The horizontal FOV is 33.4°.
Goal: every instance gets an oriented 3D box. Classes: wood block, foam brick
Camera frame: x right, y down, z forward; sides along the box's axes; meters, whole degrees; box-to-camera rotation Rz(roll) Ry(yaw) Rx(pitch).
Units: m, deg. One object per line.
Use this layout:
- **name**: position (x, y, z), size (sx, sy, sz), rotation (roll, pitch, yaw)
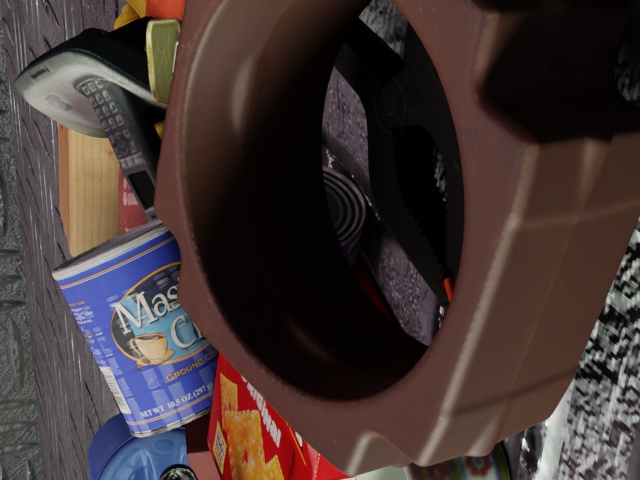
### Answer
- **wood block**: position (-0.249, -0.089, 1.217), size (0.091, 0.090, 0.206), rotation (-115, 26, -42)
- **foam brick**: position (-0.083, 0.170, 0.887), size (0.078, 0.051, 0.053), rotation (-106, 9, -61)

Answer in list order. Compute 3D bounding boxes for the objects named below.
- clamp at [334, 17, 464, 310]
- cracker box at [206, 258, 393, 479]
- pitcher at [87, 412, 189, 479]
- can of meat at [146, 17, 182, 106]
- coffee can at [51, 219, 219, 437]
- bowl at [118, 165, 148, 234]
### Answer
- **clamp**: position (0.041, -0.067, 0.505), size (0.165, 0.036, 0.210), rotation (-15, 86, 62)
- **cracker box**: position (-0.013, 0.113, 0.676), size (0.164, 0.072, 0.214), rotation (-119, 29, -43)
- **pitcher**: position (-0.169, 0.230, 1.091), size (0.145, 0.149, 0.243), rotation (68, 164, -5)
- **can of meat**: position (-0.063, -0.120, 0.709), size (0.102, 0.083, 0.057), rotation (-155, 60, -67)
- **coffee can**: position (-0.129, 0.064, 0.821), size (0.140, 0.102, 0.103), rotation (66, 162, -8)
- **bowl**: position (-0.155, -0.006, 1.042), size (0.162, 0.055, 0.162), rotation (172, 90, -70)
